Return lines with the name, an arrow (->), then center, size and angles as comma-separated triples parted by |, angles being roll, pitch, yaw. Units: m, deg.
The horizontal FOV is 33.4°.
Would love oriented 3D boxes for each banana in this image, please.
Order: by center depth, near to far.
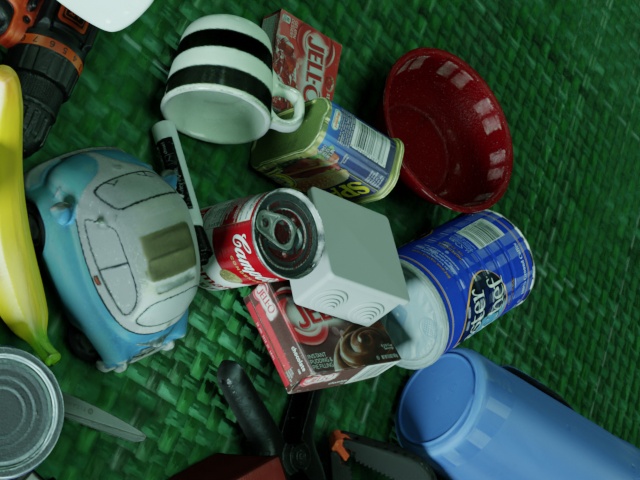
banana -> -0.203, -0.017, 0.699 | 0.037, 0.070, 0.198 | -28, 118, -49

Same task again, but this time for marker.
marker -> -0.104, -0.036, 0.805 | 0.020, 0.020, 0.121 | 3, 59, -41

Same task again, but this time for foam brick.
foam brick -> -0.065, 0.192, 0.792 | 0.051, 0.078, 0.053 | -22, 97, -43

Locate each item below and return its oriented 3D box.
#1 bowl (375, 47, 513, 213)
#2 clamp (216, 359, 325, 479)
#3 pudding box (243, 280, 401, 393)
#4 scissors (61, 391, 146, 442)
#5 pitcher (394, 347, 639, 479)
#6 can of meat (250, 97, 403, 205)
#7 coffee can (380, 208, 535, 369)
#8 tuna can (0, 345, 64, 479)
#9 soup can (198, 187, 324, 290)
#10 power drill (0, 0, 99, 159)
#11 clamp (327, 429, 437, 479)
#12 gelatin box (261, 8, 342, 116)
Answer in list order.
bowl -> 0.105, -0.095, 0.996 | 0.161, 0.055, 0.162 | 15, 65, -34
clamp -> -0.023, 0.166, 0.861 | 0.120, 0.039, 0.171 | -15, 97, -45
pudding box -> 0.002, 0.073, 0.869 | 0.113, 0.039, 0.090 | 0, 56, -49
scissors -> -0.211, 0.113, 0.717 | 0.201, 0.016, 0.096 | 47, 57, -25
pitcher -> 0.185, 0.190, 0.992 | 0.242, 0.149, 0.145 | 35, 80, -29
can of meat -> 0.003, -0.070, 0.881 | 0.083, 0.102, 0.057 | 29, 64, -32
coffee can -> 0.111, 0.041, 0.956 | 0.140, 0.103, 0.103 | -26, 100, -41
tuna can -> -0.208, 0.110, 0.679 | 0.086, 0.034, 0.086 | 9, 74, -34
soup can -> -0.055, 0.001, 0.815 | 0.068, 0.102, 0.068 | 8, 78, -41
power drill -> -0.237, -0.168, 0.715 | 0.187, 0.057, 0.184 | 33, 58, -36
clamp -> 0.083, 0.239, 0.904 | 0.164, 0.036, 0.210 | -32, 100, -1
gelatin box -> -0.022, -0.143, 0.918 | 0.073, 0.030, 0.089 | 25, 67, -37
